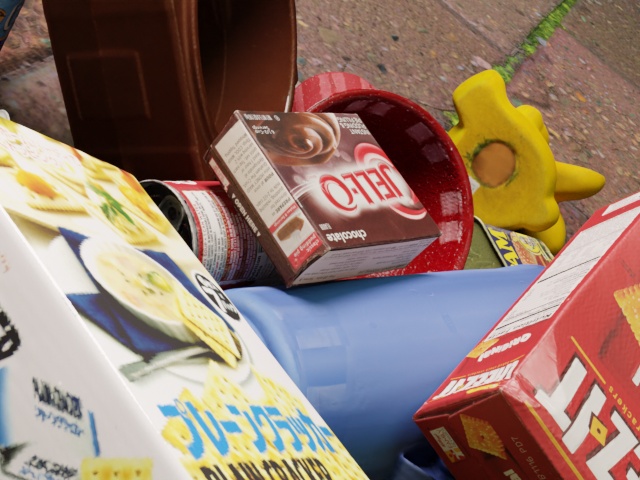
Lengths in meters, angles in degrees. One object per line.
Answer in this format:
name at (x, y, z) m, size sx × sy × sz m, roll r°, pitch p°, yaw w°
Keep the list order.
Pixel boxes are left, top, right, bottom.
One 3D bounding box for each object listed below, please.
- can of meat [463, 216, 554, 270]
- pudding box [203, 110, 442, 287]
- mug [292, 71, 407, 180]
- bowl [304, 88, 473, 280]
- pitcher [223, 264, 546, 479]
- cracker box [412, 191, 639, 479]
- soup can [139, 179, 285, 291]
can of meat at (0.146, 0.037, 0.820) m, size 0.083 × 0.058 × 0.102 m, roll 13°, pitch 40°, yaw -39°
pudding box at (0.003, -0.025, 0.571) m, size 0.113 × 0.039 × 0.090 m, roll -9°, pitch 59°, yaw -52°
mug at (0.019, -0.066, 0.804) m, size 0.117 × 0.093 × 0.081 m, roll 57°, pitch 14°, yaw -33°
bowl at (0.024, -0.019, 0.723) m, size 0.161 × 0.055 × 0.162 m, roll 2°, pitch 86°, yaw -28°
pitcher at (0.049, 0.086, 0.592) m, size 0.242 × 0.149 × 0.145 m, roll 1°, pitch 86°, yaw -40°
cracker box at (0.170, 0.087, 0.559) m, size 0.164 × 0.072 × 0.213 m, roll 53°, pitch 49°, yaw -4°
soup can at (-0.054, 0.001, 0.583) m, size 0.102 × 0.069 × 0.068 m, roll -4°, pitch 51°, yaw -48°
